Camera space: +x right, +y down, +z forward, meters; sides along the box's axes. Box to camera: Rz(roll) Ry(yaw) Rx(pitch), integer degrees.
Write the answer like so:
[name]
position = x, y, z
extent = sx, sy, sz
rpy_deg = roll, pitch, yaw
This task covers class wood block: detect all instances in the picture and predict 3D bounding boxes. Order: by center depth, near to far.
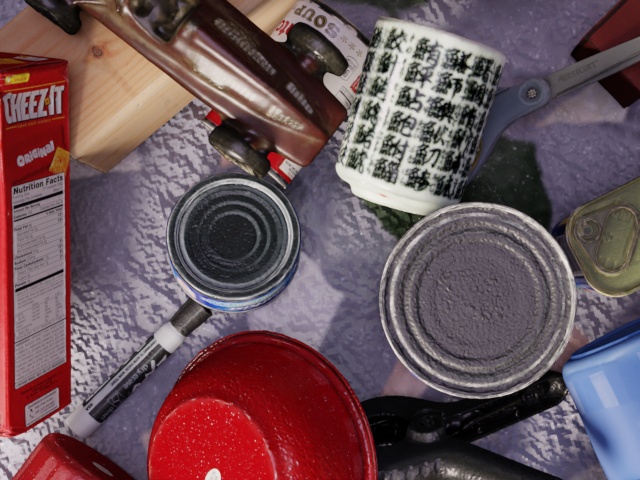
[wood block]
position = -0.092, -0.146, 0.663
extent = 0.206, 0.090, 0.091
rpy_deg = -40, 87, 0

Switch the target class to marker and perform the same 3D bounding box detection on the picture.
[marker]
position = -0.115, 0.079, 0.688
extent = 0.121, 0.020, 0.020
rpy_deg = -45, 86, 0

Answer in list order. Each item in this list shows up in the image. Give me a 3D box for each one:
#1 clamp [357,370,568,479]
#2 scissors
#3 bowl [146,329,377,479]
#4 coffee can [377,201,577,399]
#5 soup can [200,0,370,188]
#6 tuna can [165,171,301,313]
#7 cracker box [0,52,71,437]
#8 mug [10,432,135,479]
[clamp]
position = 0.075, 0.117, 0.651
extent = 0.172, 0.120, 0.039
rpy_deg = 2, 114, 20
[scissors]
position = 0.114, -0.101, 0.657
extent = 0.202, 0.016, 0.096
rpy_deg = -39, 75, 19
[bowl]
position = -0.049, 0.135, 0.630
extent = 0.162, 0.055, 0.162
rpy_deg = -1, 89, 32
[coffee can]
position = 0.084, 0.034, 0.619
extent = 0.103, 0.140, 0.103
rpy_deg = 0, 87, 3
[soup can]
position = -0.017, -0.093, 0.667
extent = 0.068, 0.068, 0.102
rpy_deg = 38, 89, 4
[tuna can]
position = -0.054, 0.001, 0.672
extent = 0.086, 0.034, 0.086
rpy_deg = 1, 75, -3
[cracker box]
position = -0.233, -0.004, 0.626
extent = 0.164, 0.072, 0.214
rpy_deg = 9, 107, 19
[mug]
position = -0.151, 0.175, 0.643
extent = 0.093, 0.117, 0.081
rpy_deg = 39, 83, -35
